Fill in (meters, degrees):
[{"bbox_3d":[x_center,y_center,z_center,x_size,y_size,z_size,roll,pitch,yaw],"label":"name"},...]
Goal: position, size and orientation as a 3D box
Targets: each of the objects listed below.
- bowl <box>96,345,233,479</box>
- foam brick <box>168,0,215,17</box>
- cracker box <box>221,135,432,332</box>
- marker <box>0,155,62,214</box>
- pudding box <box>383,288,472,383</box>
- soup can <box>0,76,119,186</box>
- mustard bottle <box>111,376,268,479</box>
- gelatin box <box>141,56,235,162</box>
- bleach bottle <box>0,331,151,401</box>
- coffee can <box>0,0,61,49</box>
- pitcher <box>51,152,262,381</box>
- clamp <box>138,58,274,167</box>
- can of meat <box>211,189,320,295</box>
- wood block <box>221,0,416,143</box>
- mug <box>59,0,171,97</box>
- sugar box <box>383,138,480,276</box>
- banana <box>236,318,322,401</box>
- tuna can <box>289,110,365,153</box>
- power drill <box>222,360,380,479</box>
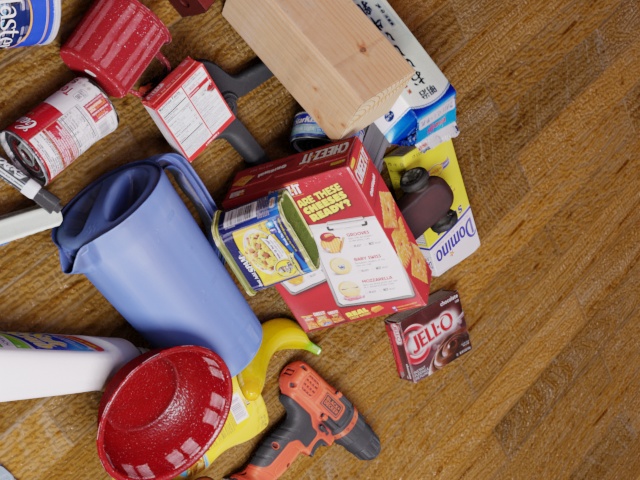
[{"bbox_3d":[-0.170,0.170,1.100,0.161,0.055,0.162,-21,125,-34],"label":"bowl"},{"bbox_3d":[-0.147,-0.291,1.162,0.051,0.053,0.078,-53,122,-21],"label":"foam brick"},{"bbox_3d":[0.012,-0.003,1.234,0.213,0.164,0.072,59,30,-31],"label":"cracker box"},{"bbox_3d":[-0.307,-0.066,1.055,0.121,0.020,0.020,37,71,-9],"label":"marker"},{"bbox_3d":[0.146,0.127,1.438,0.113,0.039,0.090,-26,110,-33],"label":"pudding box"},{"bbox_3d":[-0.263,-0.112,1.082,0.102,0.069,0.068,-44,119,-26],"label":"soup can"},{"bbox_3d":[-0.153,0.220,1.206,0.191,0.058,0.096,-33,110,-31],"label":"mustard bottle"},{"bbox_3d":[-0.141,-0.140,1.141,0.073,0.030,0.089,-47,138,-15],"label":"gelatin box"},{"bbox_3d":[-0.283,0.124,1.085,0.250,0.103,0.068,4,99,-46],"label":"bleach bottle"},{"bbox_3d":[-0.329,-0.226,0.998,0.140,0.103,0.103,-16,104,-35],"label":"coffee can"},{"bbox_3d":[-0.159,0.035,1.146,0.149,0.145,0.242,-31,121,5],"label":"pitcher"},{"bbox_3d":[-0.109,-0.143,1.217,0.209,0.036,0.164,-3,98,-40],"label":"clamp"},{"bbox_3d":[-0.058,0.001,1.164,0.057,0.084,0.102,-85,151,-54],"label":"can of meat"},{"bbox_3d":[-0.005,-0.223,1.192,0.090,0.090,0.206,-35,79,-30],"label":"wood block"},{"bbox_3d":[-0.207,-0.195,1.105,0.117,0.093,0.081,41,75,-34],"label":"mug"},{"bbox_3d":[0.151,-0.050,1.420,0.093,0.048,0.176,-32,112,-31],"label":"sugar box"},{"bbox_3d":[-0.057,0.129,1.244,0.037,0.070,0.197,-59,166,23],"label":"banana"},{"bbox_3d":[0.007,-0.121,1.256,0.086,0.086,0.033,23,73,-37],"label":"tuna can"},{"bbox_3d":[-0.021,0.269,1.316,0.184,0.057,0.187,47,65,-27],"label":"power drill"}]
